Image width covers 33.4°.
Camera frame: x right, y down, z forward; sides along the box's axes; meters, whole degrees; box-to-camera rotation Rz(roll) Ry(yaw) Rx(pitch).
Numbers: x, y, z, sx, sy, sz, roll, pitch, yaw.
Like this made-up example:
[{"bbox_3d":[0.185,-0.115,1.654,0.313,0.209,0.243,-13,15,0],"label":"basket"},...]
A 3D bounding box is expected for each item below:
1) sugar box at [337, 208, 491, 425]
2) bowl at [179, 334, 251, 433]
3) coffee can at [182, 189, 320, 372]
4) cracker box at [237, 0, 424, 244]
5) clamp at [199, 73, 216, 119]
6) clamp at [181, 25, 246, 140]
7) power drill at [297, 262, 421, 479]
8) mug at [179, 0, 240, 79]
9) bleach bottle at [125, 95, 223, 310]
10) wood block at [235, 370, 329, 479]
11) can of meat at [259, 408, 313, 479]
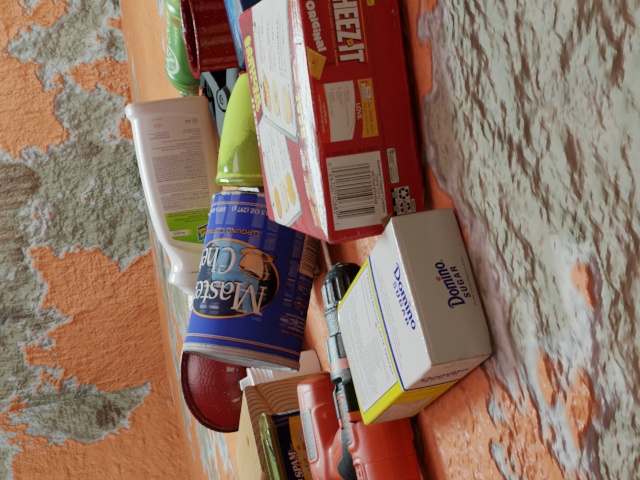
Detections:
[{"bbox_3d":[0.055,0.055,0.683,0.176,0.048,0.093,122,137,-66],"label":"sugar box"},{"bbox_3d":[-0.074,0.134,1.157,0.055,0.161,0.162,7,109,44],"label":"bowl"},{"bbox_3d":[-0.057,0.037,0.933,0.103,0.102,0.140,140,140,-76],"label":"coffee can"},{"bbox_3d":[0.002,-0.092,0.742,0.214,0.072,0.164,-158,59,-76],"label":"cracker box"},{"bbox_3d":[-0.116,-0.193,1.267,0.172,0.039,0.120,-151,58,-66],"label":"clamp"},{"bbox_3d":[-0.088,-0.161,1.142,0.165,0.036,0.210,-23,83,63],"label":"clamp"},{"bbox_3d":[0.023,0.125,0.851,0.188,0.057,0.184,115,147,-70],"label":"power drill"},{"bbox_3d":[-0.090,-0.214,1.027,0.093,0.081,0.117,92,162,-45],"label":"mug"},{"bbox_3d":[-0.165,-0.041,1.269,0.068,0.102,0.251,-124,27,-87],"label":"bleach bottle"},{"bbox_3d":[-0.034,0.223,1.106,0.206,0.090,0.091,102,156,-60],"label":"wood block"},{"bbox_3d":[-0.003,0.199,0.961,0.057,0.083,0.102,109,149,-66],"label":"can of meat"}]
